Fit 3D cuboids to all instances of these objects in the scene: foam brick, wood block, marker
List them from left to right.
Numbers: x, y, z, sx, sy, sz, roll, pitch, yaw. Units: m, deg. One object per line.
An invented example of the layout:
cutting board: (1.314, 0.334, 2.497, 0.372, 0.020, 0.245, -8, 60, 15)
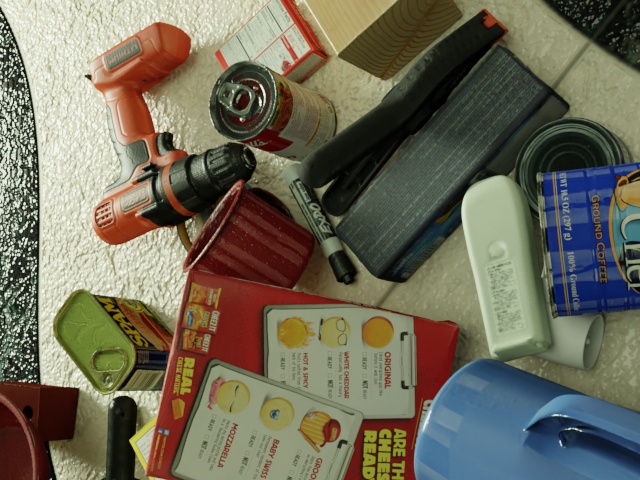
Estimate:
foam brick: (-0.287, 0.168, 1.055, 0.078, 0.051, 0.053, 0, 83, 31)
marker: (0.000, -0.014, 0.928, 0.020, 0.020, 0.121, -37, 66, 22)
wood block: (0.020, -0.250, 0.909, 0.091, 0.090, 0.206, -39, 66, 21)

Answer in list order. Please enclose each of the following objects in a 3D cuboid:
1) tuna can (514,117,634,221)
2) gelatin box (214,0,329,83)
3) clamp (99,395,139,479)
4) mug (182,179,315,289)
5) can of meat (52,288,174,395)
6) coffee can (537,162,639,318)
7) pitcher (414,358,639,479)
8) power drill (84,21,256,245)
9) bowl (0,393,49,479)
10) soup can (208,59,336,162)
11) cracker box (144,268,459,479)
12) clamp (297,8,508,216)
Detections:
tuna can: (0.192, -0.049, 0.809, 0.086, 0.033, 0.086, -5, 81, 30)
gelatin box: (-0.045, -0.168, 0.971, 0.089, 0.030, 0.073, -39, 64, 20)
clamp: (-0.178, 0.216, 0.944, 0.039, 0.120, 0.171, -1, 72, -5)
mug: (-0.056, 0.001, 0.916, 0.093, 0.081, 0.117, -47, 16, 38)
can of meat: (-0.182, 0.095, 0.984, 0.102, 0.083, 0.057, 44, 105, 28)
coffee can: (0.223, -0.004, 0.723, 0.140, 0.102, 0.103, -6, 79, 14)
pitcher: (0.180, 0.160, 0.677, 0.243, 0.144, 0.149, 23, 104, 38)
power drill: (-0.147, -0.105, 0.995, 0.185, 0.057, 0.187, -22, 66, 28)
bowl: (-0.306, 0.218, 0.994, 0.162, 0.055, 0.162, -6, 78, 28)
soup can: (-0.039, -0.109, 0.916, 0.069, 0.102, 0.068, -5, 81, 30)
cracker box: (-0.014, 0.122, 0.837, 0.213, 0.072, 0.164, 12, 90, 1)
clamp: (0.063, -0.102, 0.838, 0.036, 0.164, 0.210, 45, 97, 9)
